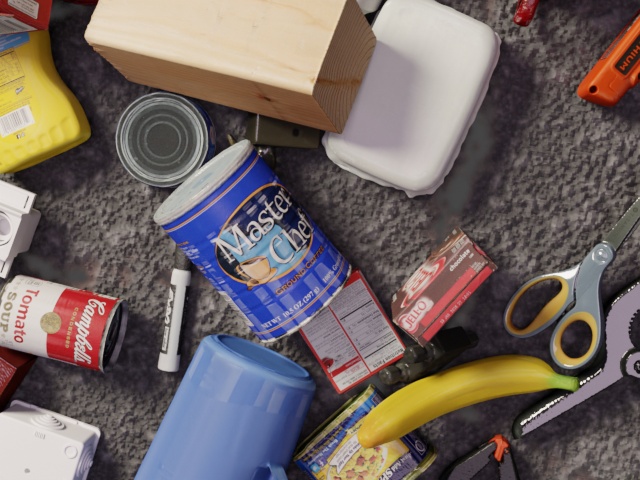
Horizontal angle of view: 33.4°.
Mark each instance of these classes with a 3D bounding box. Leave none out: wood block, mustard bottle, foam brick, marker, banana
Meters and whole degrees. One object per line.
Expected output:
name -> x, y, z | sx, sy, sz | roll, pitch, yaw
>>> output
wood block -> -0.072, -0.164, 0.870 | 0.206, 0.090, 0.090 | 17, 80, 20
mustard bottle -> -0.282, -0.161, 0.940 | 0.096, 0.058, 0.191 | -22, 93, 12
foam brick -> -0.305, 0.127, 0.967 | 0.051, 0.053, 0.078 | 34, 96, 1
marker -> -0.129, 0.058, 0.964 | 0.020, 0.020, 0.121 | 9, 95, 4
banana -> 0.117, 0.131, 0.911 | 0.197, 0.070, 0.037 | -15, 98, -11

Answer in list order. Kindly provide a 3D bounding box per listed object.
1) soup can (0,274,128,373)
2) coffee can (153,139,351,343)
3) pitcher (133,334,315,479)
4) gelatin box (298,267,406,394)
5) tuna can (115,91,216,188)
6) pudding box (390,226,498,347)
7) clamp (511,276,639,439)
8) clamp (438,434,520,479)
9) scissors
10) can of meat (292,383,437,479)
soup can -> -0.230, 0.073, 0.950 | 0.102, 0.068, 0.068 | 14, 95, 4
coffee can -> -0.056, 0.001, 0.896 | 0.103, 0.103, 0.140 | -38, 105, 6
pitcher -> -0.089, 0.214, 0.916 | 0.149, 0.145, 0.243 | 23, 93, -6
gelatin box -> 0.026, 0.081, 0.948 | 0.073, 0.030, 0.089 | -32, 91, 5
tuna can -> -0.137, -0.089, 0.945 | 0.086, 0.033, 0.086 | 0, 95, 5
pudding box -> 0.101, 0.037, 0.896 | 0.039, 0.113, 0.090 | 43, 96, 0
clamp -> 0.265, 0.110, 0.926 | 0.164, 0.036, 0.210 | 14, 92, 10
clamp -> 0.140, 0.260, 0.947 | 0.120, 0.039, 0.171 | 29, 96, 1
scissors -> 0.244, 0.032, 0.899 | 0.202, 0.016, 0.096 | -39, 73, 24
can of meat -> 0.037, 0.189, 0.942 | 0.102, 0.057, 0.084 | -43, 88, 7
